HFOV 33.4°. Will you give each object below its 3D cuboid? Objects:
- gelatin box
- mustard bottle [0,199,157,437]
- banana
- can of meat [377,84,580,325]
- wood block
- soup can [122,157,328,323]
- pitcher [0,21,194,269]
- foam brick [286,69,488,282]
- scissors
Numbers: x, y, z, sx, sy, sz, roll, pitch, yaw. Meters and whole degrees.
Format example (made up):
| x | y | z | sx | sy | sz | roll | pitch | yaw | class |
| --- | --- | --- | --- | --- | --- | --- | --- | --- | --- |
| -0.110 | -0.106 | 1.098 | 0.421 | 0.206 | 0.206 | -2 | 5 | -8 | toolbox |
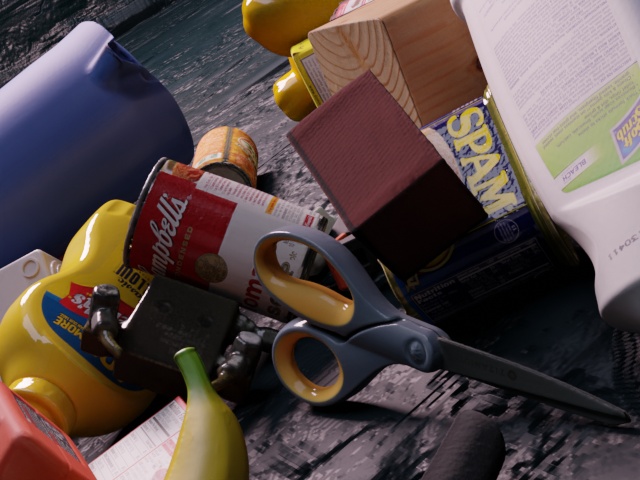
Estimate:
| x | y | z | sx | sy | sz | roll | pitch | yaw | class |
| --- | --- | --- | --- | --- | --- | --- | --- | --- | --- |
| -0.084 | 0.119 | 0.502 | 0.089 | 0.030 | 0.073 | -36 | 19 | -14 | gelatin box |
| -0.132 | 0.057 | 0.620 | 0.058 | 0.096 | 0.191 | -39 | 13 | 33 | mustard bottle |
| -0.084 | 0.134 | 0.421 | 0.197 | 0.070 | 0.037 | -51 | -16 | -32 | banana |
| 0.070 | -0.016 | 0.534 | 0.084 | 0.057 | 0.102 | -27 | 49 | 16 | can of meat |
| 0.110 | -0.133 | 0.669 | 0.205 | 0.091 | 0.090 | -30 | 17 | -23 | wood block |
| -0.054 | 0.001 | 0.617 | 0.068 | 0.102 | 0.068 | 24 | -94 | -89 | soup can |
| -0.222 | -0.036 | 0.785 | 0.242 | 0.149 | 0.145 | -42 | 37 | -22 | pitcher |
| 0.030 | -0.031 | 0.496 | 0.051 | 0.053 | 0.078 | -40 | 48 | 8 | foam brick |
| 0.038 | 0.060 | 0.470 | 0.016 | 0.096 | 0.202 | -19 | 40 | -40 | scissors |
